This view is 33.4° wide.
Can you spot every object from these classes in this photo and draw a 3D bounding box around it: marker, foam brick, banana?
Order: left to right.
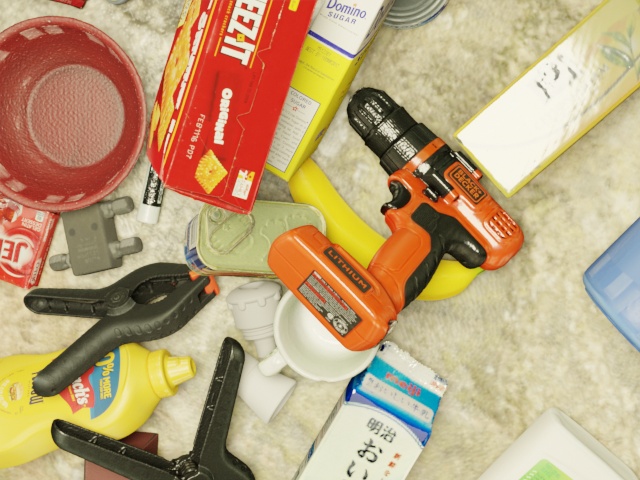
[{"bbox_3d":[-0.174,0.209,0.927,0.051,0.053,0.078,4,95,8],"label":"foam brick"},{"bbox_3d":[-0.136,-0.074,0.912,0.020,0.020,0.121,14,97,7],"label":"marker"},{"bbox_3d":[0.045,-0.002,0.885,0.198,0.037,0.069,29,69,2],"label":"banana"}]

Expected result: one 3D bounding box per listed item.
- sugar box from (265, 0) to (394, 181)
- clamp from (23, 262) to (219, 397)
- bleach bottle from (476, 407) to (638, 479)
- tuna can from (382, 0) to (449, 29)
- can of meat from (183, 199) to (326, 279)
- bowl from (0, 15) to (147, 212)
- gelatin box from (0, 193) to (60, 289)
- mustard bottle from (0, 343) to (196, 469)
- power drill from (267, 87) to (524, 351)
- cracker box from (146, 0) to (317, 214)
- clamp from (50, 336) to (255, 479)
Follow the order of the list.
[{"bbox_3d":[0.008,-0.139,0.823,0.048,0.093,0.176,32,117,0],"label":"sugar box"},{"bbox_3d":[-0.174,0.056,0.904,0.171,0.039,0.120,-24,48,-12],"label":"clamp"},{"bbox_3d":[0.143,0.260,0.879,0.102,0.068,0.251,40,102,4],"label":"bleach bottle"},{"bbox_3d":[0.066,-0.214,0.860,0.086,0.033,0.086,1,95,9],"label":"tuna can"},{"bbox_3d":[-0.056,0.001,0.857,0.102,0.084,0.057,4,83,-16],"label":"can of meat"},{"bbox_3d":[-0.217,-0.106,0.903,0.162,0.055,0.162,1,95,9],"label":"bowl"},{"bbox_3d":[-0.281,-0.006,0.935,0.089,0.030,0.073,21,98,7],"label":"gelatin box"},{"bbox_3d":[-0.198,0.129,0.909,0.192,0.058,0.096,-14,50,9],"label":"mustard bottle"},{"bbox_3d":[0.048,-0.018,0.818,0.184,0.187,0.057,46,145,7],"label":"power drill"},{"bbox_3d":[-0.074,-0.120,0.796,0.072,0.214,0.164,16,96,-14],"label":"cracker box"},{"bbox_3d":[-0.102,0.187,0.888,0.164,0.036,0.210,-31,117,-5],"label":"clamp"}]
